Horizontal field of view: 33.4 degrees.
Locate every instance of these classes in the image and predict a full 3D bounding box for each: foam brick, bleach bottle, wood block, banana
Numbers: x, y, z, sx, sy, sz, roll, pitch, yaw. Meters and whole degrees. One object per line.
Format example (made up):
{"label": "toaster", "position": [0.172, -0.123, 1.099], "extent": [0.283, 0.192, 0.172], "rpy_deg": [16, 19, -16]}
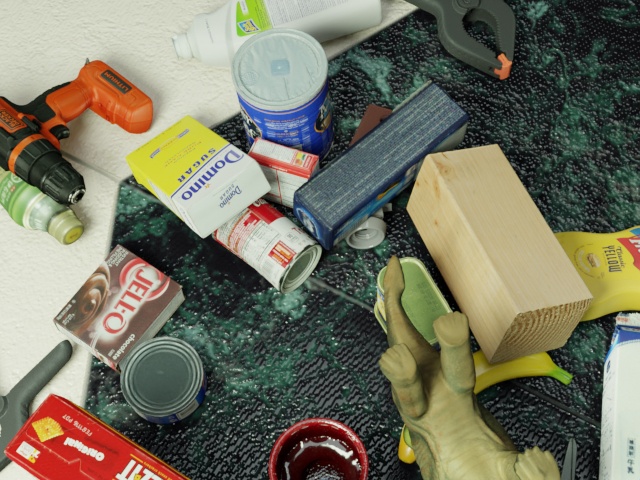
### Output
{"label": "foam brick", "position": [0.065, -0.104, 1.198], "extent": [0.053, 0.051, 0.078], "rpy_deg": [19, 67, 12]}
{"label": "bleach bottle", "position": [-0.058, -0.273, 1.285], "extent": [0.251, 0.068, 0.102], "rpy_deg": [-17, 64, -1]}
{"label": "wood block", "position": [0.177, 0.011, 1.088], "extent": [0.090, 0.090, 0.206], "rpy_deg": [-11, 54, -22]}
{"label": "banana", "position": [0.155, 0.152, 1.075], "extent": [0.197, 0.037, 0.070], "rpy_deg": [-25, 65, -8]}

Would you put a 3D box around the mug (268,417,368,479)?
{"label": "mug", "position": [0.002, 0.237, 1.019], "extent": [0.093, 0.081, 0.117], "rpy_deg": [-9, 63, 0]}

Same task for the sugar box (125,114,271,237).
{"label": "sugar box", "position": [-0.136, -0.074, 1.158], "extent": [0.093, 0.048, 0.176], "rpy_deg": [-37, 34, -14]}

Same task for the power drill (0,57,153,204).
{"label": "power drill", "position": [-0.278, -0.126, 1.188], "extent": [0.184, 0.057, 0.187], "rpy_deg": [39, 43, 19]}

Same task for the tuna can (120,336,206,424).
{"label": "tuna can", "position": [-0.161, 0.145, 1.103], "extent": [0.086, 0.034, 0.086], "rpy_deg": [-2, 64, 4]}

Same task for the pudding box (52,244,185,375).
{"label": "pudding box", "position": [-0.213, 0.073, 1.139], "extent": [0.090, 0.039, 0.113], "rpy_deg": [31, 70, 17]}

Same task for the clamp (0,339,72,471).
{"label": "clamp", "position": [-0.323, 0.168, 1.102], "extent": [0.120, 0.039, 0.171], "rpy_deg": [-1, 70, 9]}

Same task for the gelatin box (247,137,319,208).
{"label": "gelatin box", "position": [-0.038, -0.070, 1.168], "extent": [0.073, 0.089, 0.030], "rpy_deg": [18, 65, 12]}

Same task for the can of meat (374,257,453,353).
{"label": "can of meat", "position": [0.097, 0.077, 1.089], "extent": [0.057, 0.084, 0.102], "rpy_deg": [-26, 65, -9]}

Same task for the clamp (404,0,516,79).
{"label": "clamp", "position": [0.181, -0.287, 1.287], "extent": [0.164, 0.036, 0.210], "rpy_deg": [-31, 68, -10]}

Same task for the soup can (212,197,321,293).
{"label": "soup can", "position": [-0.058, 0.001, 1.147], "extent": [0.102, 0.068, 0.068], "rpy_deg": [38, 72, 19]}

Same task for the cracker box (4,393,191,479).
{"label": "cracker box", "position": [-0.169, 0.231, 0.961], "extent": [0.164, 0.214, 0.072], "rpy_deg": [28, 69, 16]}

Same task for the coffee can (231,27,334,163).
{"label": "coffee can", "position": [-0.039, -0.152, 1.179], "extent": [0.103, 0.140, 0.103], "rpy_deg": [-2, 64, 3]}
